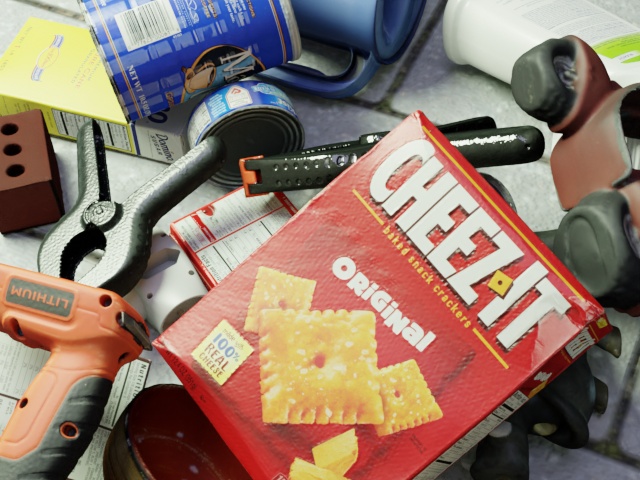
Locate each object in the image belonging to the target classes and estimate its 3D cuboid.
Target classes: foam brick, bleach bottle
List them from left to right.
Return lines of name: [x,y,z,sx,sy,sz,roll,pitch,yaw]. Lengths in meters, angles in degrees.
foam brick: [-0.229,-0.053,0.817,0.053,0.051,0.078,-14,54,-8]
bleach bottle: [0.207,-0.129,0.804,0.102,0.068,0.251,-23,41,-24]

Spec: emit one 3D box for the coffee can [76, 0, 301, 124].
coffee can: [-0.098,-0.159,0.795,0.140,0.103,0.103,-22,55,-7]

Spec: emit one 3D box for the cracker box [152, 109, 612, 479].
cracker box: [0.033,0.056,0.624,0.214,0.072,0.164,-42,69,5]

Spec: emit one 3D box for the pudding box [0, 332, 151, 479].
pudding box: [-0.170,0.102,0.664,0.113,0.039,0.090,24,64,-25]

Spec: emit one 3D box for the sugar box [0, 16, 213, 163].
sugar box: [-0.174,-0.124,0.870,0.176,0.048,0.093,12,55,13]

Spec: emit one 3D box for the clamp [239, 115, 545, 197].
clamp: [0.048,-0.062,0.777,0.210,0.036,0.164,-8,8,6]

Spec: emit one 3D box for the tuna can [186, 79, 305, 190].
tuna can: [-0.057,-0.079,0.806,0.086,0.086,0.034,-15,52,-8]

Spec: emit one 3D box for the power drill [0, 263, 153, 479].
power drill: [-0.186,0.108,0.582,0.184,0.057,0.187,12,69,14]

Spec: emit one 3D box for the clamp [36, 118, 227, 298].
clamp: [-0.135,-0.014,0.735,0.120,0.039,0.171,-1,59,23]

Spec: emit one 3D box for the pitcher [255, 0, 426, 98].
pitcher: [-0.036,-0.228,0.900,0.243,0.145,0.149,17,44,19]

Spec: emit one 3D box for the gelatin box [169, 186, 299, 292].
gelatin box: [-0.055,0.001,0.781,0.089,0.030,0.073,-29,58,-19]
